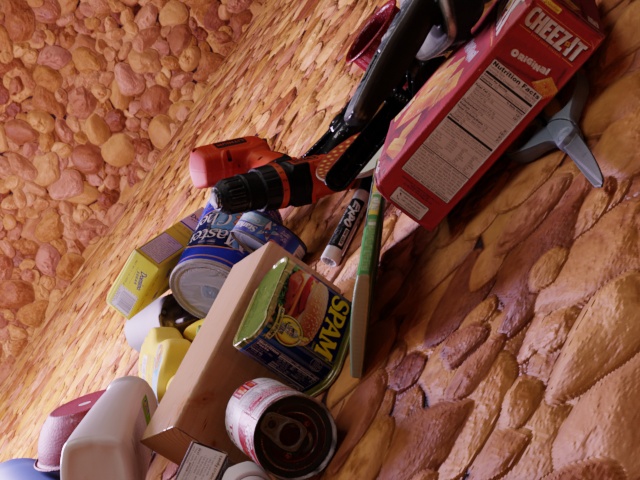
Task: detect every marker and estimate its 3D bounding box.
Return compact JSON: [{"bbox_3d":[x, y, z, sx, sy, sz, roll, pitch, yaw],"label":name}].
[{"bbox_3d":[0.033,-0.025,1.126,0.020,0.020,0.121,-28,30,57],"label":"marker"}]

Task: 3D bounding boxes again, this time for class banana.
[{"bbox_3d":[-0.115,0.098,1.216,0.198,0.069,0.037,143,129,-76],"label":"banana"}]

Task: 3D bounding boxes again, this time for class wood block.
[{"bbox_3d":[-0.072,0.116,1.007,0.091,0.090,0.206,-31,29,55],"label":"wood block"}]

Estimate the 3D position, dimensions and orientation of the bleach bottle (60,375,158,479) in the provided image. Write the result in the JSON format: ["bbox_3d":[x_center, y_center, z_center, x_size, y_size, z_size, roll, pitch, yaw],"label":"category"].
[{"bbox_3d":[-0.198,0.201,1.063,0.251,0.068,0.102,-96,2,-82],"label":"bleach bottle"}]

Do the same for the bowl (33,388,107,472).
[{"bbox_3d":[-0.272,0.219,1.278,0.162,0.055,0.162,-17,7,2],"label":"bowl"}]

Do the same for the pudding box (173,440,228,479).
[{"bbox_3d":[-0.111,0.238,0.890,0.090,0.039,0.113,92,-164,-52],"label":"pudding box"}]

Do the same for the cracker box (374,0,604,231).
[{"bbox_3d":[0.138,-0.131,0.906,0.214,0.072,0.164,-51,9,26],"label":"cracker box"}]

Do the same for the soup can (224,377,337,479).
[{"bbox_3d":[-0.035,0.151,0.865,0.068,0.068,0.102,-57,15,-10],"label":"soup can"}]

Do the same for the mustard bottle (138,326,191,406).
[{"bbox_3d":[-0.167,0.158,1.221,0.192,0.058,0.096,-168,82,-72],"label":"mustard bottle"}]

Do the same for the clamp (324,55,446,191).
[{"bbox_3d":[0.088,-0.150,1.081,0.209,0.036,0.165,-45,-10,-47],"label":"clamp"}]

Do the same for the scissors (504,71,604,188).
[{"bbox_3d":[0.175,-0.067,0.810,0.096,0.016,0.201,-46,17,33],"label":"scissors"}]

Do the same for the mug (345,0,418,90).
[{"bbox_3d":[0.096,-0.230,1.255,0.117,0.081,0.093,-41,20,39],"label":"mug"}]

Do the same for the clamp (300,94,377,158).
[{"bbox_3d":[0.025,-0.137,1.351,0.171,0.039,0.120,-51,20,-3],"label":"clamp"}]

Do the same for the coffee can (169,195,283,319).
[{"bbox_3d":[-0.113,0.016,1.307,0.103,0.102,0.140,-40,21,41],"label":"coffee can"}]

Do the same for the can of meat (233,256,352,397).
[{"bbox_3d":[-0.021,0.076,0.952,0.058,0.084,0.102,-39,21,44],"label":"can of meat"}]

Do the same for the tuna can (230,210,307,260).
[{"bbox_3d":[-0.058,0.001,1.211,0.033,0.086,0.086,-56,16,-14],"label":"tuna can"}]

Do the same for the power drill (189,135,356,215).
[{"bbox_3d":[-0.078,-0.075,1.239,0.188,0.184,0.057,21,118,53],"label":"power drill"}]

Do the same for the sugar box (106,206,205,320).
[{"bbox_3d":[-0.195,0.027,1.360,0.093,0.048,0.176,-55,-9,29],"label":"sugar box"}]
